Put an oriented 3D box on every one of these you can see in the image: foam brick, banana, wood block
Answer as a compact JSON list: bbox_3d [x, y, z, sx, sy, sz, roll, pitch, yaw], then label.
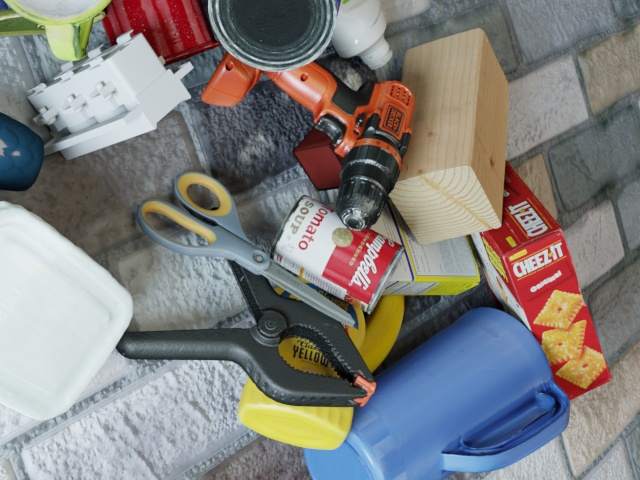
[{"bbox_3d":[0.021,-0.093,1.041,0.053,0.051,0.078,55,50,-25],"label":"foam brick"},{"bbox_3d":[0.030,0.105,1.034,0.197,0.037,0.069,-28,105,-44],"label":"banana"},{"bbox_3d":[0.133,-0.109,1.083,0.090,0.090,0.206,55,33,-38],"label":"wood block"}]

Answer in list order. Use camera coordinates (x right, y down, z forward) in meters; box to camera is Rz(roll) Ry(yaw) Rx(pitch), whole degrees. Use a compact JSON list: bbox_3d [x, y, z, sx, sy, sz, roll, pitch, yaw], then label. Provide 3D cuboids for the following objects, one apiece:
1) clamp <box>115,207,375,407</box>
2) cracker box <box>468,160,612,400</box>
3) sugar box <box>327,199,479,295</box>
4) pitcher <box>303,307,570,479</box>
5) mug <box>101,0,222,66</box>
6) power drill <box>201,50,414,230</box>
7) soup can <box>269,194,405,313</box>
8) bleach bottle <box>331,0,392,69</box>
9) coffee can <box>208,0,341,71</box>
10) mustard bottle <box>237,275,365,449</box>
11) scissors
[{"bbox_3d":[-0.054,0.082,0.887,0.210,0.036,0.164,36,58,8],"label":"clamp"},{"bbox_3d":[0.221,0.040,1.121,0.072,0.164,0.213,-25,123,0],"label":"cracker box"},{"bbox_3d":[0.083,0.008,1.081,0.175,0.048,0.093,2,63,-43],"label":"sugar box"},{"bbox_3d":[0.111,0.171,1.023,0.242,0.149,0.145,-26,79,-37],"label":"pitcher"},{"bbox_3d":[-0.134,-0.186,0.877,0.117,0.093,0.081,-56,128,-74],"label":"mug"},{"bbox_3d":[-0.008,-0.110,0.946,0.187,0.057,0.184,31,43,-12],"label":"power drill"},{"bbox_3d":[0.015,0.011,0.944,0.102,0.069,0.068,28,56,7],"label":"soup can"},{"bbox_3d":[-0.012,-0.257,1.023,0.250,0.068,0.102,48,54,-33],"label":"bleach bottle"},{"bbox_3d":[-0.029,-0.217,0.889,0.102,0.103,0.140,54,26,-26],"label":"coffee can"},{"bbox_3d":[-0.009,0.088,0.960,0.096,0.058,0.191,16,50,-5],"label":"mustard bottle"},{"bbox_3d":[-0.056,0.001,0.908,0.201,0.016,0.096,21,48,-8],"label":"scissors"}]
